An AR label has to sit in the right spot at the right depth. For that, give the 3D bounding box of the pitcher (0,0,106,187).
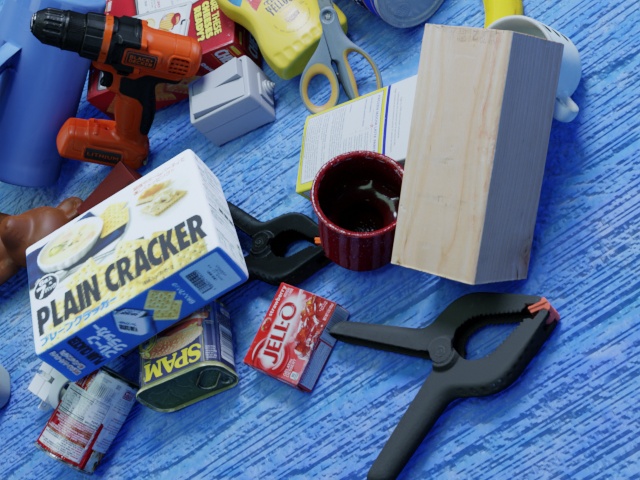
[{"bbox_3d":[-0.344,-0.192,1.256,0.243,0.144,0.149,-66,30,22],"label":"pitcher"}]

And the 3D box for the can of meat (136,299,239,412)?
[{"bbox_3d":[-0.135,0.113,1.070,0.102,0.057,0.084,-24,51,20],"label":"can of meat"}]

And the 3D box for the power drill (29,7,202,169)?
[{"bbox_3d":[-0.241,-0.169,1.190,0.188,0.184,0.057,118,156,-43],"label":"power drill"}]

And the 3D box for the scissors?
[{"bbox_3d":[-0.005,-0.217,1.118,0.096,0.016,0.202,-30,85,10],"label":"scissors"}]

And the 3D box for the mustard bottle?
[{"bbox_3d":[-0.063,-0.275,1.176,0.096,0.058,0.192,-39,78,-5],"label":"mustard bottle"}]

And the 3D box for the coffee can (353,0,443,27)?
[{"bbox_3d":[0.059,-0.299,1.132,0.103,0.102,0.140,-50,49,1],"label":"coffee can"}]

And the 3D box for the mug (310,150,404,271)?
[{"bbox_3d":[0.050,-0.024,0.994,0.117,0.081,0.093,-3,61,0],"label":"mug"}]

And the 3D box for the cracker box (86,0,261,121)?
[{"bbox_3d":[-0.174,-0.251,1.283,0.214,0.072,0.164,-15,59,25],"label":"cracker box"}]

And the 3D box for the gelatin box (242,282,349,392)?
[{"bbox_3d":[-0.024,0.093,1.022,0.073,0.030,0.089,18,76,39],"label":"gelatin box"}]

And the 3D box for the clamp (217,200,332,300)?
[{"bbox_3d":[-0.057,0.001,1.090,0.172,0.039,0.120,-11,65,25],"label":"clamp"}]

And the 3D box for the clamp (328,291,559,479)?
[{"bbox_3d":[0.108,0.113,0.919,0.210,0.036,0.164,-23,54,22],"label":"clamp"}]

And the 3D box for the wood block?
[{"bbox_3d":[0.133,-0.074,0.915,0.090,0.090,0.206,15,101,39],"label":"wood block"}]

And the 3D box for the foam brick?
[{"bbox_3d":[-0.227,-0.039,1.216,0.078,0.051,0.053,-47,50,4],"label":"foam brick"}]

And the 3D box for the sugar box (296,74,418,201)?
[{"bbox_3d":[0.058,-0.099,1.045,0.177,0.048,0.093,-13,60,38],"label":"sugar box"}]

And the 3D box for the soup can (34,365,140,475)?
[{"bbox_3d":[-0.237,0.179,1.093,0.069,0.068,0.102,22,78,39],"label":"soup can"}]

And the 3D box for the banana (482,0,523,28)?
[{"bbox_3d":[0.166,-0.193,1.050,0.070,0.037,0.197,-20,52,47],"label":"banana"}]
